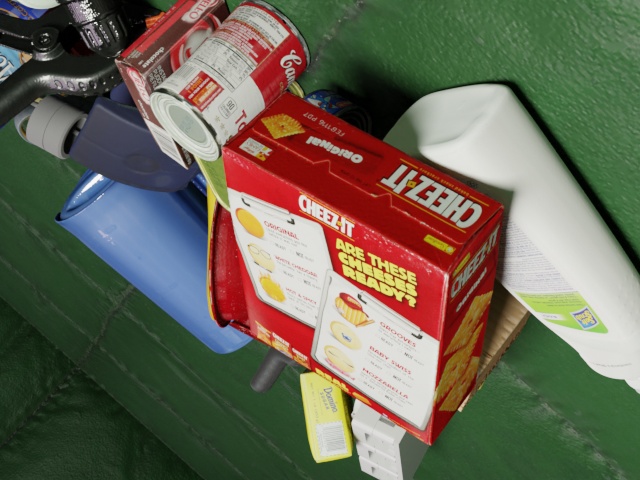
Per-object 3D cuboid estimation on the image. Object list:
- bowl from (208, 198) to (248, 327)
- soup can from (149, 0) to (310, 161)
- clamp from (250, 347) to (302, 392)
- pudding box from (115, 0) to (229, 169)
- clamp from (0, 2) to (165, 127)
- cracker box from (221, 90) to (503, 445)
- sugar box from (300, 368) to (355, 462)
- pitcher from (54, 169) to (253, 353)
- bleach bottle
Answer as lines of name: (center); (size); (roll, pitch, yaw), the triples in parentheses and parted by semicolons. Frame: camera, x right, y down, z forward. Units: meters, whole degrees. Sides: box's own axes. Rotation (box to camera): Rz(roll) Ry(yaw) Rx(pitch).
bowl: (-0.056, 0.001, 0.964); (0.055, 0.162, 0.162); (5, 151, 7)
soup can: (-0.065, -0.115, 0.766); (0.068, 0.102, 0.068); (35, 158, 16)
clamp: (-0.040, 0.095, 1.199); (0.172, 0.039, 0.120); (-34, 64, 52)
pudding box: (-0.101, -0.125, 0.828); (0.039, 0.090, 0.113); (32, 158, 27)
clamp: (-0.230, -0.161, 0.887); (0.036, 0.210, 0.164); (80, 169, -61)
cracker box: (0.028, 0.024, 0.703); (0.164, 0.072, 0.214); (30, 150, 22)
sugar box: (0.012, 0.179, 1.166); (0.176, 0.048, 0.093); (6, -104, -84)
pitcher: (-0.147, 0.005, 1.139); (0.242, 0.145, 0.149); (46, 171, -23)
bleach bottle: (0.149, 0.011, 0.701); (0.250, 0.068, 0.103); (48, 158, -23)
